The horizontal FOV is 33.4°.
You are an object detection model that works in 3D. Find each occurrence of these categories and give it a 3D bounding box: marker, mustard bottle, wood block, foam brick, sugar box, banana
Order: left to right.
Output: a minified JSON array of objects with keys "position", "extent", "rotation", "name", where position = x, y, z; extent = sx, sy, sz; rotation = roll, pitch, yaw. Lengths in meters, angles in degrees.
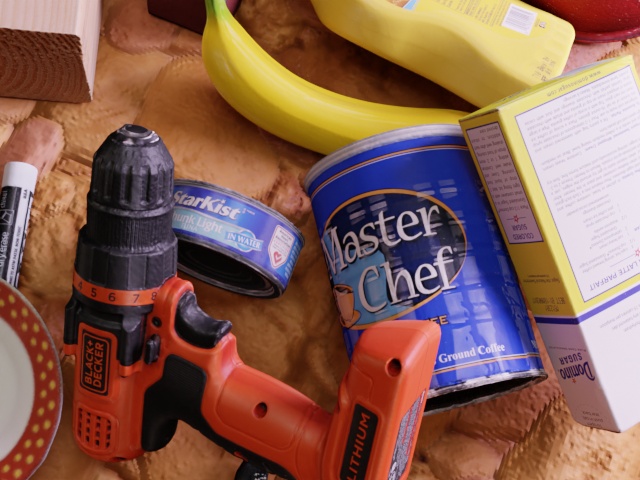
[{"position":[-0.180,0.014,0.606],"extent":[0.020,0.020,0.121],"rotation":[6,72,-5],"name":"marker"},{"position":[-0.173,-0.197,0.636],"extent":[0.090,0.090,0.206],"rotation":[4,72,-6],"name":"wood block"},{"position":[-0.069,-0.174,0.661],"extent":[0.053,0.051,0.078],"rotation":[21,71,0],"name":"foam brick"},{"position":[0.007,-0.082,0.635],"extent":[0.197,0.070,0.037],"rotation":[25,41,-10],"name":"banana"},{"position":[0.057,-0.141,0.654],"extent":[0.191,0.058,0.096],"rotation":[27,41,3],"name":"mustard bottle"},{"position":[0.147,0.001,0.558],"extent":[0.093,0.048,0.176],"rotation":[-24,99,-22],"name":"sugar box"}]

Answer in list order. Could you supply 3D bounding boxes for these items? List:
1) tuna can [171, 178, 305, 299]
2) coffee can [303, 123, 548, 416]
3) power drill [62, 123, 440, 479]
[{"position":[-0.054,0.001,0.590],"extent":[0.086,0.086,0.033],"rotation":[21,73,0],"name":"tuna can"},{"position":[0.056,0.020,0.588],"extent":[0.102,0.103,0.140],"rotation":[-11,75,-10],"name":"coffee can"},{"position":[-0.040,0.049,0.523],"extent":[0.188,0.184,0.057],"rotation":[18,27,21],"name":"power drill"}]
